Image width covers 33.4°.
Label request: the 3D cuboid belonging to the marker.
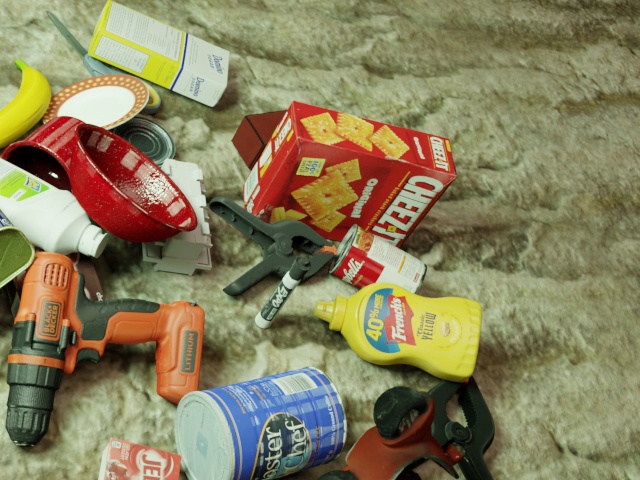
[{"bbox_3d":[-0.041,0.057,1.175,0.020,0.121,0.020,17,46,-18],"label":"marker"}]

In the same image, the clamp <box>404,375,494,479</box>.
[{"bbox_3d":[0.140,0.225,1.198,0.164,0.036,0.210,20,42,-12],"label":"clamp"}]

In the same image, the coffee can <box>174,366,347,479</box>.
[{"bbox_3d":[-0.059,0.188,1.062,0.140,0.103,0.103,-8,57,-36],"label":"coffee can"}]

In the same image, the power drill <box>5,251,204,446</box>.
[{"bbox_3d":[-0.210,0.114,1.043,0.187,0.057,0.184,13,76,-32],"label":"power drill"}]

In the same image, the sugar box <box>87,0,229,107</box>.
[{"bbox_3d":[-0.206,-0.242,1.385,0.176,0.048,0.093,24,35,-19],"label":"sugar box"}]

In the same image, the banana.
[{"bbox_3d":[-0.360,-0.144,1.226,0.070,0.037,0.197,8,39,12],"label":"banana"}]

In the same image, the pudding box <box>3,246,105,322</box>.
[{"bbox_3d":[-0.274,0.051,1.098,0.089,0.039,0.113,-4,54,-33],"label":"pudding box"}]

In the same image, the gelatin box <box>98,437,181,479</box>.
[{"bbox_3d":[-0.172,0.236,1.004,0.073,0.030,0.089,18,46,-17],"label":"gelatin box"}]

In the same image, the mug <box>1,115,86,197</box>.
[{"bbox_3d":[-0.282,-0.077,1.177,0.117,0.093,0.081,45,37,-10],"label":"mug"}]

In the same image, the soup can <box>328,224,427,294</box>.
[{"bbox_3d":[0.070,0.034,1.303,0.102,0.069,0.068,29,43,-7],"label":"soup can"}]

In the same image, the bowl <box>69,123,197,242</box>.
[{"bbox_3d":[-0.207,-0.049,1.118,0.162,0.055,0.162,40,13,-12],"label":"bowl"}]

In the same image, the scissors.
[{"bbox_3d":[-0.272,-0.222,1.360,0.096,0.016,0.202,-8,57,-38],"label":"scissors"}]

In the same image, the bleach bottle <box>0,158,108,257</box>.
[{"bbox_3d":[-0.339,-0.042,1.091,0.251,0.068,0.102,25,35,3],"label":"bleach bottle"}]

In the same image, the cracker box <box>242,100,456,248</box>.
[{"bbox_3d":[0.033,-0.072,1.303,0.213,0.164,0.072,12,49,-22],"label":"cracker box"}]

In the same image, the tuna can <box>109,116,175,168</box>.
[{"bbox_3d":[-0.218,-0.108,1.278,0.086,0.034,0.086,17,46,-18],"label":"tuna can"}]

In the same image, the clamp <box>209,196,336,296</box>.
[{"bbox_3d":[-0.058,0.002,1.262,0.171,0.039,0.120,-4,77,-43],"label":"clamp"}]

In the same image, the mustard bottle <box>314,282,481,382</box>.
[{"bbox_3d":[0.088,0.100,1.244,0.191,0.058,0.096,12,69,-2],"label":"mustard bottle"}]

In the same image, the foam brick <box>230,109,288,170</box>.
[{"bbox_3d":[-0.064,-0.131,1.378,0.078,0.053,0.051,-13,60,-39],"label":"foam brick"}]

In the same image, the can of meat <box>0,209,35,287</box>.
[{"bbox_3d":[-0.334,0.009,1.005,0.102,0.057,0.084,-39,50,-12],"label":"can of meat"}]
